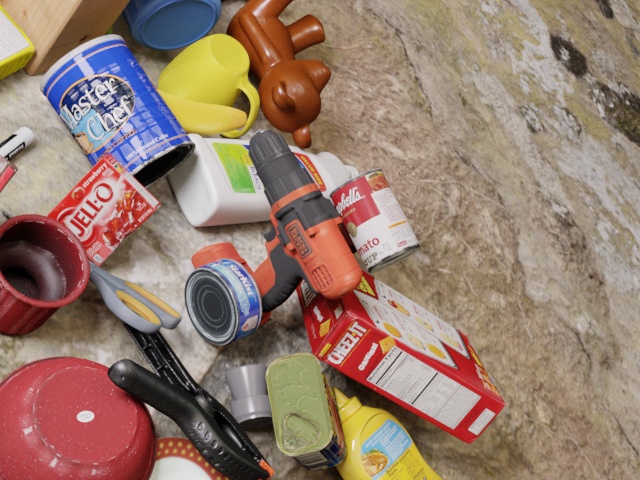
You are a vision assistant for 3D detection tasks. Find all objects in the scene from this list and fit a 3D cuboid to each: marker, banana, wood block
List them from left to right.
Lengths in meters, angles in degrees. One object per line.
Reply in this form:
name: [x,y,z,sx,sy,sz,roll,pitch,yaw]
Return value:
marker: [-0.326,-0.075,1.048,0.020,0.020,0.121,45,44,-6]
wood block: [-0.252,-0.272,1.102,0.090,0.206,0.090,-31,84,-46]
banana: [-0.178,-0.162,1.185,0.198,0.069,0.037,33,3,3]

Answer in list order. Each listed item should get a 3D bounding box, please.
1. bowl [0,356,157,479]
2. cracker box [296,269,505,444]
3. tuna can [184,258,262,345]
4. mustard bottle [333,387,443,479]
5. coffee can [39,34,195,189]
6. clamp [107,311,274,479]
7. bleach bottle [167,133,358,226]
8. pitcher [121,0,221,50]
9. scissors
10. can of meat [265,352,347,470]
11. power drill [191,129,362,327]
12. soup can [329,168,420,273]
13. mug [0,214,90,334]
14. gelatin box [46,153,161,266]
bowl: [-0.213,0.163,0.939,0.162,0.055,0.162,15,52,-20]
cracker box: [0.083,0.116,1.173,0.213,0.072,0.164,31,15,-19]
tuna can: [-0.101,0.063,1.092,0.033,0.086,0.086,-20,76,-43]
mustard bottle: [0.066,0.238,1.133,0.191,0.058,0.096,54,45,2]
coffee can: [-0.212,-0.128,1.116,0.102,0.103,0.140,-30,84,-46]
clamp: [-0.124,0.154,1.018,0.210,0.036,0.164,48,7,-21]
bleach bottle: [-0.054,-0.075,1.241,0.250,0.068,0.102,-8,67,-45]
pitcher: [-0.190,-0.349,1.237,0.144,0.149,0.243,-2,61,-42]
scissors: [-0.222,0.034,1.017,0.201,0.016,0.096,31,9,-12]
can of meat: [-0.012,0.176,1.078,0.084,0.057,0.102,61,15,-62]
power drill: [-0.057,0.001,1.096,0.057,0.188,0.184,-20,78,-43]
soup can: [0.062,-0.022,1.220,0.068,0.069,0.102,-17,76,-44]
mug: [-0.277,0.039,0.966,0.117,0.082,0.093,-27,82,-46]
gelatin box: [-0.215,-0.030,1.059,0.073,0.089,0.030,46,14,-7]
